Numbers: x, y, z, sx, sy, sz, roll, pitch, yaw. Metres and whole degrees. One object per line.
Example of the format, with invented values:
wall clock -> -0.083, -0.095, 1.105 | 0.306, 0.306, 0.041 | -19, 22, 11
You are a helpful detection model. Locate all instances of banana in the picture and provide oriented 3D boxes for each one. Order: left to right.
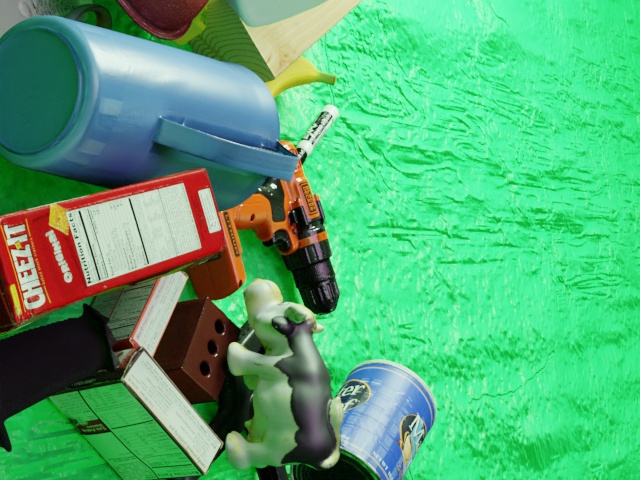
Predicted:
banana -> -0.051, -0.150, 1.094 | 0.197, 0.070, 0.037 | -49, 158, -48

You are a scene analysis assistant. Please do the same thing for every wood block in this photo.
wood block -> -0.035, -0.246, 1.081 | 0.205, 0.090, 0.091 | -47, 118, -34

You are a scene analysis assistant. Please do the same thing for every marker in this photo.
marker -> -0.010, -0.112, 1.175 | 0.020, 0.020, 0.121 | 59, 37, -23

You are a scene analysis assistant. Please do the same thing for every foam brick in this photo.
foam brick -> -0.111, 0.096, 0.920 | 0.053, 0.051, 0.078 | 48, 42, -35

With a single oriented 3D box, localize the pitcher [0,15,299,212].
pitcher -> -0.135, -0.093, 0.831 | 0.242, 0.149, 0.145 | 6, 61, -63

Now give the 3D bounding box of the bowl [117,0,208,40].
bowl -> -0.127, -0.250, 0.876 | 0.162, 0.055, 0.162 | 43, 39, -50

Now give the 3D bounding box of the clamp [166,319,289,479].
clamp -> -0.059, 0.166, 0.983 | 0.164, 0.036, 0.210 | 45, 45, -38

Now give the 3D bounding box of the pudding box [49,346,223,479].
pudding box -> -0.143, 0.137, 0.825 | 0.113, 0.090, 0.039 | 54, 40, -27

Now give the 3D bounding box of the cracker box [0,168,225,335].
cracker box -> -0.192, 0.016, 0.733 | 0.213, 0.164, 0.072 | -22, 96, -57

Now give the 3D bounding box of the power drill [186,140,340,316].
power drill -> -0.057, 0.001, 1.033 | 0.187, 0.057, 0.184 | -21, 91, -59

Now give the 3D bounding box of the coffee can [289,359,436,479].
coffee can -> 0.045, 0.200, 1.061 | 0.103, 0.103, 0.140 | 63, 36, -18

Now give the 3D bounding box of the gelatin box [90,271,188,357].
gelatin box -> -0.153, 0.061, 0.853 | 0.030, 0.073, 0.089 | 49, 42, -33
